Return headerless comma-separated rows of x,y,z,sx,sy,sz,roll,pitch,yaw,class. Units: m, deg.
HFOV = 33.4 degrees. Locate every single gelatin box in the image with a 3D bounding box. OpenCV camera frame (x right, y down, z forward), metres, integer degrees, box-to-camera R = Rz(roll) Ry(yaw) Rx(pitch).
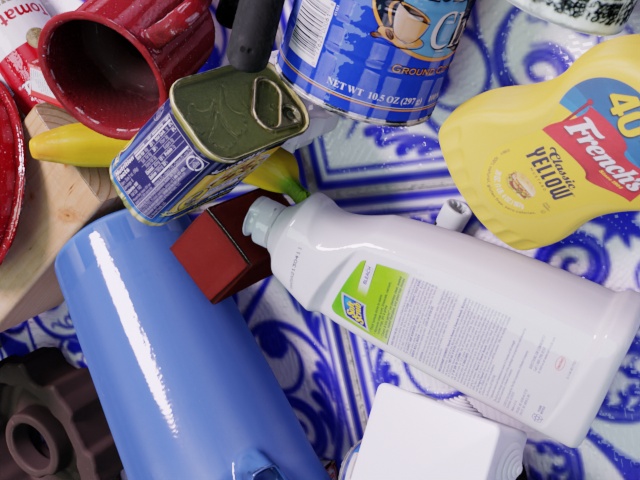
-0.153,-0.121,0.771,0.073,0.089,0.030,22,128,26,gelatin box

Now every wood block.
-0.217,-0.020,0.852,0.090,0.090,0.206,54,128,7,wood block

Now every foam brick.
-0.055,0.001,0.755,0.051,0.078,0.053,52,125,9,foam brick

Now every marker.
0.067,0.025,0.715,0.020,0.020,0.121,38,124,18,marker

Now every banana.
-0.099,-0.062,0.748,0.198,0.069,0.037,9,107,4,banana

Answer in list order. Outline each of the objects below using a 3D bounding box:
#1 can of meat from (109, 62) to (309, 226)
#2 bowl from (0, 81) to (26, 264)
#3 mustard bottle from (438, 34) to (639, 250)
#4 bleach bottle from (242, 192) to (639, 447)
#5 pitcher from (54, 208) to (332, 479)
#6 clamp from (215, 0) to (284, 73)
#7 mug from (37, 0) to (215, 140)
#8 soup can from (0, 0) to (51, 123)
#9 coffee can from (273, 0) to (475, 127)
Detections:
-0.069,-0.059,0.654,0.084,0.101,0.057,-38,84,40,can of meat
-0.284,-0.048,0.802,0.162,0.055,0.162,-2,87,46,bowl
0.160,-0.058,0.573,0.192,0.058,0.096,-20,110,47,mustard bottle
0.066,0.029,0.667,0.251,0.068,0.103,26,122,17,bleach bottle
-0.104,0.104,0.782,0.149,0.144,0.243,-32,73,19,pitcher
-0.020,-0.203,0.634,0.036,0.164,0.210,16,114,-15,clamp
-0.112,-0.129,0.680,0.117,0.081,0.093,-25,113,43,mug
-0.226,-0.139,0.829,0.069,0.068,0.102,-40,82,38,soup can
0.041,-0.151,0.616,0.103,0.102,0.140,33,123,21,coffee can
